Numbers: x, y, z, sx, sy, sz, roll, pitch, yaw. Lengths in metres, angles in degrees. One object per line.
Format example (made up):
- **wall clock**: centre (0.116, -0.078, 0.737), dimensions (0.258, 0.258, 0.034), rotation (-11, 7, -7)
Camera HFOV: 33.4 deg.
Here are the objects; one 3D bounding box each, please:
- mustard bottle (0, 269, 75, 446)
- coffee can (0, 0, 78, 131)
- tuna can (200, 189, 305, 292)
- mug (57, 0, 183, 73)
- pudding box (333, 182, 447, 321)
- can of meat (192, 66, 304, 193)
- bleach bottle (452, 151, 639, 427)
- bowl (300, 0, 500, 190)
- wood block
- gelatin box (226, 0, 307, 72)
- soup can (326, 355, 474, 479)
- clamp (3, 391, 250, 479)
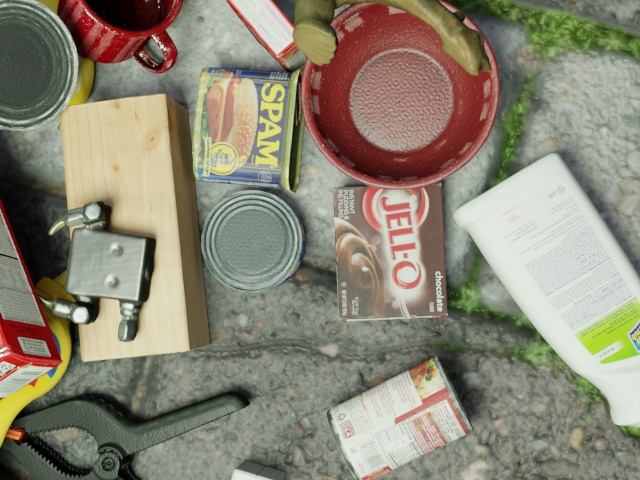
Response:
- **mustard bottle**: centre (-0.266, 0.099, 0.892), dimensions (0.096, 0.058, 0.191), rotation (46, 67, -19)
- **coffee can**: centre (-0.275, -0.141, 0.864), dimensions (0.141, 0.102, 0.103), rotation (9, 88, 49)
- **tuna can**: centre (-0.056, 0.001, 0.904), dimensions (0.086, 0.033, 0.086), rotation (0, 88, 6)
- **mug**: centre (-0.163, -0.189, 0.888), dimensions (0.117, 0.082, 0.093), rotation (49, 62, -9)
- **pudding box**: centre (0.058, 0.009, 0.888), dimensions (0.090, 0.039, 0.113), rotation (-3, 88, 6)
- **can of meat**: centre (-0.059, -0.094, 0.897), dimensions (0.084, 0.057, 0.102), rotation (5, 89, 8)
- **bleach bottle**: centre (0.213, 0.058, 0.859), dimensions (0.102, 0.068, 0.251), rotation (-31, 87, 4)
- **bowl**: centre (0.066, -0.120, 0.884), dimensions (0.162, 0.055, 0.162), rotation (0, 88, 6)
- **wood block**: centre (-0.152, -0.008, 0.886), dimensions (0.090, 0.091, 0.206), rotation (-6, 88, 6)
- **gelatin box**: centre (-0.048, -0.185, 0.890), dimensions (0.030, 0.073, 0.089), rotation (-41, 85, 3)
- **soup can**: centre (0.064, 0.147, 0.868), dimensions (0.102, 0.068, 0.068), rotation (-27, 85, 5)
- **clamp**: centre (-0.172, 0.198, 0.908), dimensions (0.210, 0.036, 0.164), rotation (7, 88, 9)
